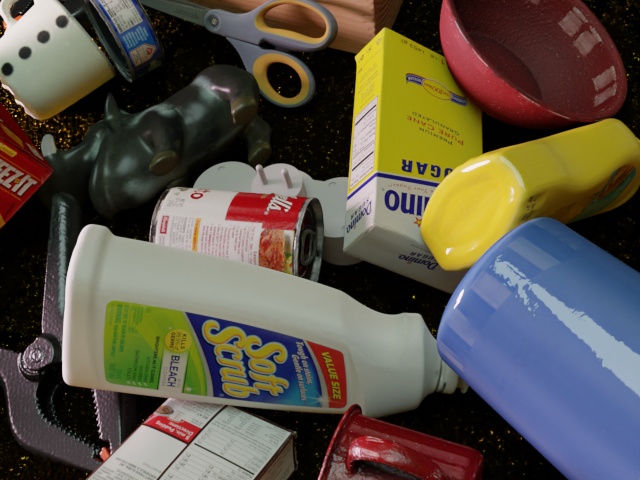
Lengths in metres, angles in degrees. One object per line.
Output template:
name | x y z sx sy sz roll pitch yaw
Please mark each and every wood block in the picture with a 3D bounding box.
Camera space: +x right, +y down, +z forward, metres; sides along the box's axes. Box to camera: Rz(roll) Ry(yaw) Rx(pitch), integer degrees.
wood block | -0.038 -0.231 0.876 0.206 0.091 0.090 16 62 14

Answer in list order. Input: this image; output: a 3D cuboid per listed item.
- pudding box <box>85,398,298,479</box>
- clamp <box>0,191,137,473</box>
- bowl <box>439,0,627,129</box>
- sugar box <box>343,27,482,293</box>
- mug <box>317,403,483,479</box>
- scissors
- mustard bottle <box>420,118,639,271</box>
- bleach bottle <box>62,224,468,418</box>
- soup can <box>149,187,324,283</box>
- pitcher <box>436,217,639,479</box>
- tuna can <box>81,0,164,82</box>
pudding box | -0.079 0.146 0.654 0.090 0.039 0.113 21 42 23
clamp | -0.197 0.086 0.737 0.164 0.036 0.210 -36 64 3
bowl | 0.144 -0.136 0.782 0.162 0.055 0.162 18 50 -22
sugar box | 0.068 -0.058 0.752 0.093 0.048 0.176 20 51 -24
mug | 0.045 0.143 0.607 0.081 0.117 0.093 14 56 15
scissors | -0.077 -0.159 0.869 0.202 0.096 0.016 6 16 28
mustard bottle | 0.159 -0.038 0.705 0.191 0.096 0.058 -18 68 -39
bleach bottle | -0.029 0.058 0.665 0.250 0.103 0.068 8 33 -4
soup can | -0.055 0.001 0.714 0.102 0.068 0.068 5 58 14
pitcher | 0.191 0.093 0.592 0.243 0.149 0.145 40 82 26
tuna can | -0.164 -0.177 0.885 0.033 0.086 0.086 -32 56 -12
